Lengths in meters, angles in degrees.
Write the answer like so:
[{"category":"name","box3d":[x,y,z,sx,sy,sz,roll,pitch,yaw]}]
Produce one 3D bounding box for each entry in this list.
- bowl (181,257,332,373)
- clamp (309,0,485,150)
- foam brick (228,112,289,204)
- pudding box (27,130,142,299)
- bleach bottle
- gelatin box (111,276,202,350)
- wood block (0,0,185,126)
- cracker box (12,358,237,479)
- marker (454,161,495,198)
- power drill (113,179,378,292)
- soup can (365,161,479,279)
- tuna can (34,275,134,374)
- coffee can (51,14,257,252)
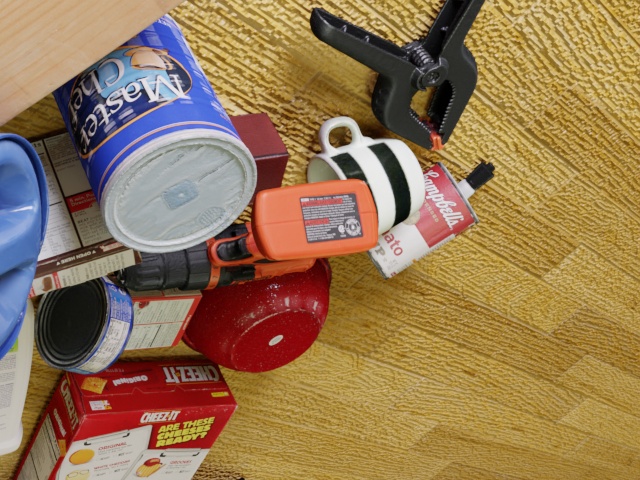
[{"category":"bowl","box3d":[-0.052,0.077,1.017,0.162,0.055,0.162,-19,143,-15]},{"category":"clamp","box3d":[0.089,-0.149,0.854,0.164,0.036,0.210,-29,147,0]},{"category":"foam brick","box3d":[-0.072,-0.061,0.838,0.078,0.051,0.053,-10,141,-25]},{"category":"pudding box","box3d":[-0.186,-0.022,0.754,0.090,0.113,0.039,-19,146,-14]},{"category":"bleach bottle","box3d":[-0.271,0.077,0.862,0.102,0.068,0.251,-3,134,-34]},{"category":"gelatin box","box3d":[-0.159,0.064,0.950,0.089,0.030,0.073,-1,137,-33]},{"category":"wood block","box3d":[-0.166,-0.155,0.626,0.206,0.090,0.090,-33,143,5]},{"category":"cracker box","box3d":[-0.203,0.210,1.063,0.163,0.072,0.214,2,133,-37]},{"category":"marker","box3d":[0.121,-0.033,1.033,0.121,0.020,0.020,-42,143,17]},{"category":"power drill","box3d":[-0.056,0.001,0.852,0.184,0.057,0.188,-9,176,-30]},{"category":"soup can","box3d":[0.085,-0.018,0.985,0.102,0.068,0.068,-32,144,4]},{"category":"tuna can","box3d":[-0.195,0.067,0.880,0.086,0.086,0.033,-42,144,17]},{"category":"coffee can","box3d":[-0.115,-0.076,0.713,0.102,0.140,0.103,-19,143,-15]}]
